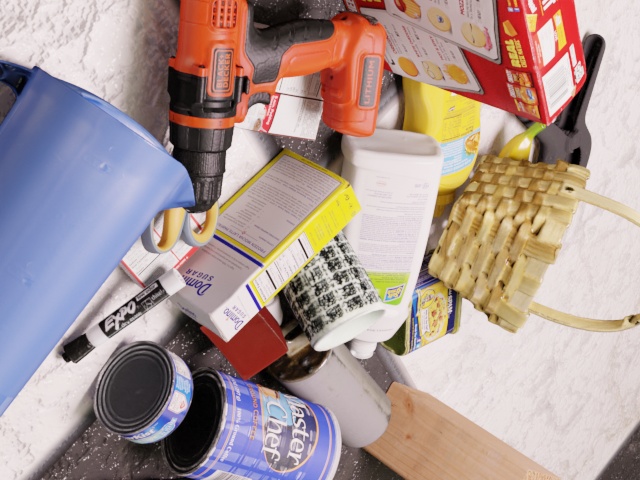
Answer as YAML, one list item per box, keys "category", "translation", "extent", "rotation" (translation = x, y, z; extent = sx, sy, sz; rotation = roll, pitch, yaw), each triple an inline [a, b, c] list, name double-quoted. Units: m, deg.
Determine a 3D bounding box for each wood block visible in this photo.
- category: "wood block"
  translation: [0.159, 0.257, 1.236]
  extent: [0.090, 0.206, 0.090]
  rotation: [24, 94, -50]

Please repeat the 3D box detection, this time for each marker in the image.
- category: "marker"
  translation: [-0.168, 0.065, 0.900]
  extent: [0.121, 0.020, 0.020]
  rotation: [-36, 138, 3]

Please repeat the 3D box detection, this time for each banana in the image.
- category: "banana"
  translation: [0.245, -0.064, 1.253]
  extent: [0.197, 0.070, 0.037]
  rotation: [59, 27, -52]

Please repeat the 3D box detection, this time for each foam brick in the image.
- category: "foam brick"
  translation: [-0.074, 0.078, 0.983]
  extent: [0.053, 0.051, 0.078]
  rotation: [-33, 122, 3]

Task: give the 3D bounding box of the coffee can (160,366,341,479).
- category: "coffee can"
  translation: [-0.065, 0.188, 1.016]
  extent: [0.140, 0.103, 0.103]
  rotation: [24, 94, -34]

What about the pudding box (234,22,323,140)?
- category: "pudding box"
  translation: [-0.040, -0.138, 0.928]
  extent: [0.113, 0.039, 0.090]
  rotation: [2, 109, -49]

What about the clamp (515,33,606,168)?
- category: "clamp"
  translation: [0.284, -0.122, 1.274]
  extent: [0.164, 0.036, 0.210]
  rotation: [-35, 135, -32]

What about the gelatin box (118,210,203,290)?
- category: "gelatin box"
  translation: [-0.145, -0.008, 0.901]
  extent: [0.073, 0.030, 0.089]
  rotation: [-47, 138, -14]

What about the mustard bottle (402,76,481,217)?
- category: "mustard bottle"
  translation: [0.124, -0.111, 1.099]
  extent: [0.096, 0.058, 0.192]
  rotation: [-23, 127, -36]

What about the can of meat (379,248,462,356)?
- category: "can of meat"
  translation: [0.110, 0.071, 1.193]
  extent: [0.083, 0.058, 0.102]
  rotation: [-22, 127, -34]

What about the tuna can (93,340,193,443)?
- category: "tuna can"
  translation: [-0.154, 0.133, 0.931]
  extent: [0.086, 0.086, 0.033]
  rotation: [-56, 141, -6]

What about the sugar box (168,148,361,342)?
- category: "sugar box"
  translation: [-0.056, 0.001, 0.950]
  extent: [0.176, 0.093, 0.048]
  rotation: [-46, 138, -16]

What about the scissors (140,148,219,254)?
- category: "scissors"
  translation: [-0.100, -0.081, 0.888]
  extent: [0.096, 0.016, 0.201]
  rotation: [32, 71, -57]

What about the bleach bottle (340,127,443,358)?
- category: "bleach bottle"
  translation: [0.053, 0.012, 1.086]
  extent: [0.102, 0.068, 0.251]
  rotation: [5, 121, -8]

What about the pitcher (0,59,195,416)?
- category: "pitcher"
  translation: [-0.221, 0.000, 0.765]
  extent: [0.243, 0.149, 0.145]
  rotation: [-55, 155, -1]

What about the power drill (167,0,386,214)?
- category: "power drill"
  translation: [-0.037, -0.117, 0.865]
  extent: [0.187, 0.057, 0.184]
  rotation: [-8, 114, -38]

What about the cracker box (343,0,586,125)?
- category: "cracker box"
  translation: [0.114, -0.205, 0.911]
  extent: [0.072, 0.214, 0.164]
  rotation: [-47, 138, -19]
